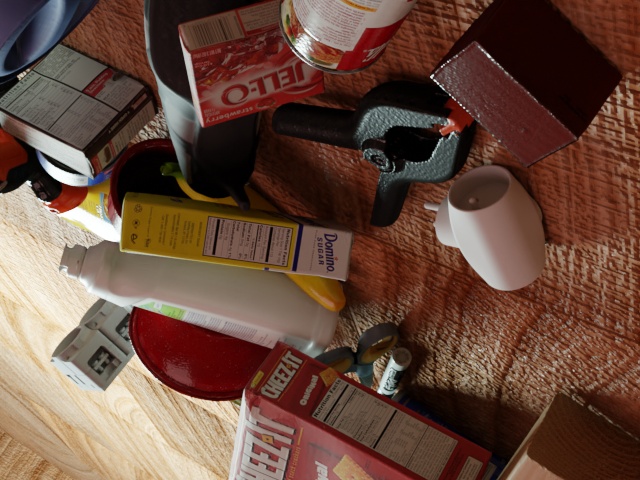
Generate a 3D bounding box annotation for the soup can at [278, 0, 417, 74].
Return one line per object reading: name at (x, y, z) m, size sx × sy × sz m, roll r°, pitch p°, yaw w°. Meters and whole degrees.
soup can at (0.022, -0.144, 0.578) m, size 0.068 × 0.068 × 0.102 m, roll 39°, pitch 155°, yaw 0°

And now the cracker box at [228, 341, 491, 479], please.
cracker box at (0.028, 0.207, 0.961) m, size 0.214 × 0.072 × 0.164 m, roll 26°, pitch 138°, yaw 13°

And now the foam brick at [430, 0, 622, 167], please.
foam brick at (0.109, -0.088, 0.570) m, size 0.078 × 0.053 × 0.051 m, roll 43°, pitch 156°, yaw -8°

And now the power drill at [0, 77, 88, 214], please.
power drill at (-0.305, -0.102, 0.988) m, size 0.184 × 0.057 × 0.187 m, roll 56°, pitch -164°, yaw 1°

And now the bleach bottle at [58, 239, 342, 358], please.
bleach bottle at (-0.113, 0.046, 0.977) m, size 0.250 × 0.068 × 0.103 m, roll 15°, pitch 160°, yaw -8°

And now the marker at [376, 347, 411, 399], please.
marker at (0.070, 0.134, 1.048) m, size 0.020 × 0.020 × 0.121 m, roll 34°, pitch 156°, yaw 11°

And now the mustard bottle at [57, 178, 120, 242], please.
mustard bottle at (-0.203, -0.031, 1.096) m, size 0.192 × 0.058 × 0.096 m, roll 25°, pitch 142°, yaw 27°

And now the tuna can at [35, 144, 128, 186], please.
tuna can at (-0.218, -0.094, 0.977) m, size 0.086 × 0.086 × 0.034 m, roll 38°, pitch 158°, yaw 1°

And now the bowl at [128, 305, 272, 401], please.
bowl at (-0.107, 0.079, 1.064) m, size 0.162 × 0.161 × 0.055 m, roll 34°, pitch 133°, yaw 11°

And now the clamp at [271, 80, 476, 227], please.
clamp at (0.051, -0.058, 0.721) m, size 0.120 × 0.039 × 0.172 m, roll 42°, pitch 156°, yaw -27°

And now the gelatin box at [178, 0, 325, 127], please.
gelatin box at (-0.042, -0.117, 0.693) m, size 0.073 × 0.089 × 0.030 m, roll 87°, pitch 165°, yaw -57°

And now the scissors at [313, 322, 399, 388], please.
scissors at (0.025, 0.127, 1.030) m, size 0.202 × 0.096 × 0.016 m, roll 110°, pitch 139°, yaw -63°

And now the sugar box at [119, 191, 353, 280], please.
sugar box at (-0.068, -0.005, 0.842) m, size 0.176 × 0.048 × 0.093 m, roll 5°, pitch -174°, yaw -10°

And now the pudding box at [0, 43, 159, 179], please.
pudding box at (-0.213, -0.114, 0.928) m, size 0.114 × 0.090 × 0.039 m, roll 26°, pitch 153°, yaw 25°

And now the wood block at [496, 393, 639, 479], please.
wood block at (0.179, 0.239, 0.894) m, size 0.090 × 0.090 × 0.206 m, roll 32°, pitch 129°, yaw 11°

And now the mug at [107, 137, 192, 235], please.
mug at (-0.140, -0.034, 0.980) m, size 0.117 × 0.093 × 0.082 m, roll 19°, pitch 164°, yaw -13°

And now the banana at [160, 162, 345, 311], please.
banana at (-0.056, -0.010, 0.929) m, size 0.197 × 0.069 × 0.037 m, roll 37°, pitch 118°, yaw -11°
